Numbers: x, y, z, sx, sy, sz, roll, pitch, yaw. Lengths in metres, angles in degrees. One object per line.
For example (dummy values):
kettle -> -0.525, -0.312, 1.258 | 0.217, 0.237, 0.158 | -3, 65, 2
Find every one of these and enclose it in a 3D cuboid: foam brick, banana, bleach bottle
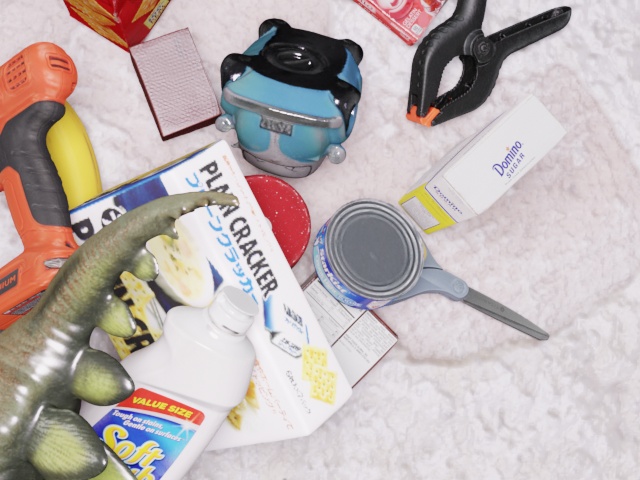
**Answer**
foam brick -> -0.118, -0.126, 0.872 | 0.053, 0.051, 0.078 | -21, 91, -8
banana -> -0.213, -0.052, 0.869 | 0.070, 0.037, 0.198 | -21, 90, 10
bleach bottle -> -0.131, 0.128, 0.750 | 0.102, 0.068, 0.251 | 36, 111, -5

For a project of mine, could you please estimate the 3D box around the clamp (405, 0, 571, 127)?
clamp -> 0.139, -0.164, 0.906 | 0.120, 0.039, 0.171 | 28, 95, -21

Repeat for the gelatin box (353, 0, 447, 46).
gelatin box -> 0.077, -0.222, 0.908 | 0.073, 0.030, 0.089 | 38, 84, -4

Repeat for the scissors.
scissors -> 0.099, 0.050, 0.897 | 0.201, 0.016, 0.096 | 41, 59, -4

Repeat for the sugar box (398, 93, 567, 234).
sugar box -> 0.122, -0.054, 0.835 | 0.093, 0.176, 0.048 | -43, 93, -6

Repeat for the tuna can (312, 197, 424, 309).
tuna can -> 0.038, 0.011, 0.855 | 0.086, 0.034, 0.086 | 8, 67, -20

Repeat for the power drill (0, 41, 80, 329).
power drill -> -0.240, -0.032, 0.796 | 0.185, 0.057, 0.188 | -26, 72, 34

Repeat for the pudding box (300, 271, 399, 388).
pudding box -> -0.005, 0.089, 0.886 | 0.113, 0.039, 0.090 | -44, 91, -9

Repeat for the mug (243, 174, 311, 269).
mug -> -0.056, 0.001, 0.861 | 0.093, 0.081, 0.117 | 21, 86, -6
